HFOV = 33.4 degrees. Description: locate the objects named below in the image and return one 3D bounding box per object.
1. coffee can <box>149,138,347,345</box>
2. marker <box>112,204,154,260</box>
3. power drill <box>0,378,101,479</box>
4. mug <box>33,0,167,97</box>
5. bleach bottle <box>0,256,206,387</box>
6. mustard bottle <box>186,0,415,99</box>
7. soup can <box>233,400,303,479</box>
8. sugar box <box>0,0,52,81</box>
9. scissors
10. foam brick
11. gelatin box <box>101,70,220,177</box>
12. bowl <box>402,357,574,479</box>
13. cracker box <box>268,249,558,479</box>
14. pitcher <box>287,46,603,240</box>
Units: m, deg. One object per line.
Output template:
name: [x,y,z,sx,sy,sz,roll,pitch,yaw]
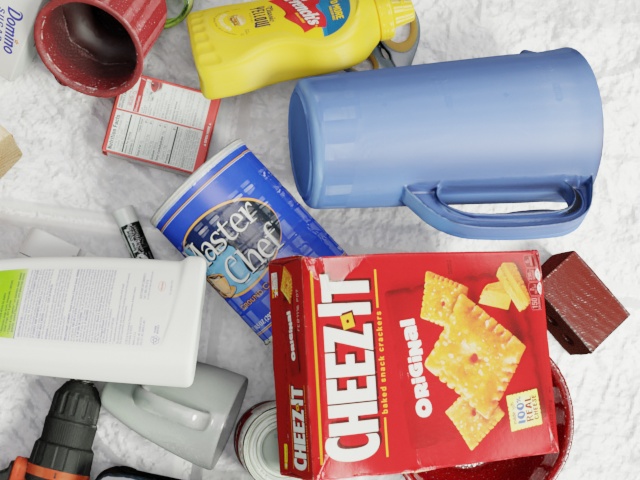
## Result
coffee can: [-0.056,0.001,0.882,0.102,0.103,0.140,-43,91,-10]
marker: [-0.146,0.028,0.909,0.020,0.020,0.121,-23,87,-10]
power drill: [-0.280,0.185,0.853,0.187,0.057,0.184,14,78,-5]
mug: [-0.183,-0.172,0.886,0.093,0.117,0.081,36,41,-15]
bleach bottle: [-0.217,0.051,0.815,0.250,0.068,0.102,6,58,-3]
mustard bottle: [-0.014,-0.176,0.907,0.191,0.058,0.096,-12,41,-3]
soup can: [-0.034,0.165,0.865,0.068,0.102,0.068,1,83,-8]
sugar box: [-0.308,-0.219,0.881,0.176,0.048,0.093,31,125,-5]
scissors: [0.085,-0.138,0.961,0.096,0.016,0.202,-42,90,-9]
foam brick: [0.221,0.055,0.938,0.051,0.053,0.078,-41,89,-10]
gelatin box: [-0.137,-0.099,0.920,0.089,0.030,0.073,14,83,-6]
bowl: [0.131,0.152,0.913,0.162,0.055,0.162,1,83,-8]
cracker box: [0.074,0.091,0.820,0.213,0.072,0.164,-1,84,-25]
pitcher: [0.102,-0.079,0.882,0.242,0.149,0.145,-5,104,-11]
